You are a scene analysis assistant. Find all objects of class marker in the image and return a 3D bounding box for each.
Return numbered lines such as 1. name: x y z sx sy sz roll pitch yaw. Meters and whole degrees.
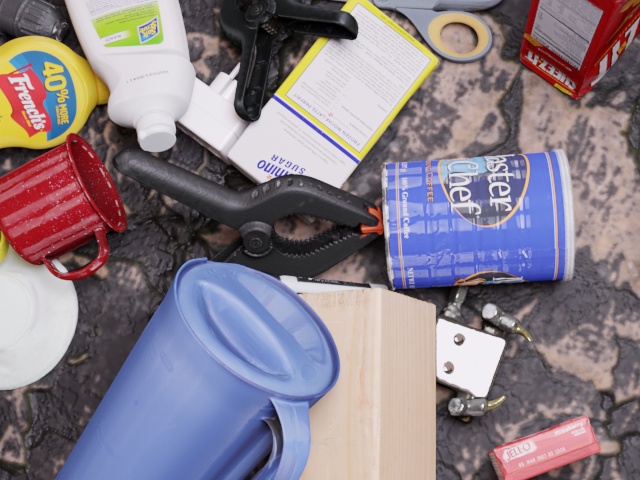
1. marker: -0.004 0.039 0.857 0.121 0.020 0.020 7 77 -19

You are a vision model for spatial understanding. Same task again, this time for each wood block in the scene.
1. wood block: 0.028 0.146 0.808 0.090 0.090 0.206 -6 76 33

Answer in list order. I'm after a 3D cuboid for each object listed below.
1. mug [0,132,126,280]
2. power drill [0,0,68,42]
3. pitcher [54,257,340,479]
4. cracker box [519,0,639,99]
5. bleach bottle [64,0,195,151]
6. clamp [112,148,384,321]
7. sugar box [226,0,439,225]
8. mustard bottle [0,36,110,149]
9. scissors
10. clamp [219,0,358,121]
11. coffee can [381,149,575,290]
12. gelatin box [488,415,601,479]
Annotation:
1. mug: -0.216 -0.021 0.891 0.081 0.093 0.117 -27 75 6
2. power drill: -0.340 -0.162 0.957 0.184 0.057 0.187 24 80 12
3. pitcher: -0.099 0.146 0.772 0.145 0.149 0.243 36 116 -1
4. cracker box: 0.236 -0.215 0.810 0.072 0.213 0.164 40 85 12
5. bleach bottle: -0.168 -0.182 0.903 0.102 0.068 0.251 -18 62 3
6. clamp: -0.056 0.001 0.857 0.210 0.165 0.036 1 35 -2
7. sugar box: 0.010 -0.109 0.896 0.093 0.048 0.176 39 87 0
8. mustard bottle: -0.256 -0.123 0.912 0.191 0.058 0.096 -15 113 -23
9. scissors: 0.064 -0.193 0.929 0.202 0.016 0.096 -7 86 14
10. clamp: -0.048 -0.174 0.896 0.120 0.039 0.172 -40 43 2
11. coffee can: 0.122 -0.015 0.837 0.140 0.103 0.103 -4 77 7
12. gelatin box: 0.166 0.158 0.800 0.073 0.089 0.030 -21 76 3
